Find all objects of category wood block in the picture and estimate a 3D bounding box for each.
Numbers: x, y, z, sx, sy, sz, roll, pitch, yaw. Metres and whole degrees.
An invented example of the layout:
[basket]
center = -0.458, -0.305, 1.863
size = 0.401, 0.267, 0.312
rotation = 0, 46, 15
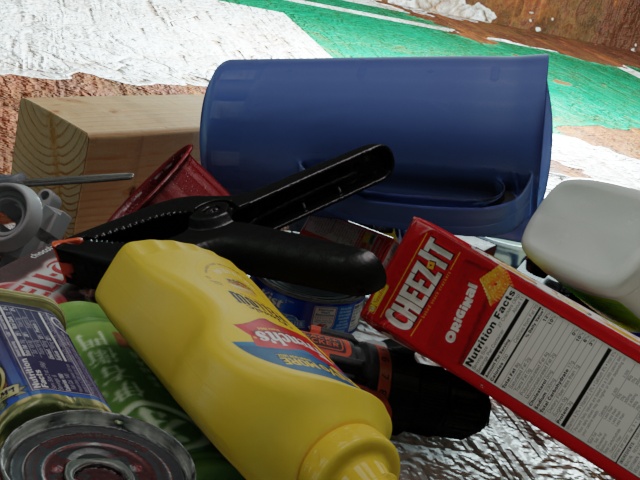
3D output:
[wood block]
center = -0.142, -0.066, 0.886
size = 0.090, 0.091, 0.205
rotation = 28, 24, 35

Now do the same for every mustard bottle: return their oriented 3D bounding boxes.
[mustard bottle]
center = -0.024, 0.064, 0.464
size = 0.096, 0.058, 0.192
rotation = 29, 5, -39

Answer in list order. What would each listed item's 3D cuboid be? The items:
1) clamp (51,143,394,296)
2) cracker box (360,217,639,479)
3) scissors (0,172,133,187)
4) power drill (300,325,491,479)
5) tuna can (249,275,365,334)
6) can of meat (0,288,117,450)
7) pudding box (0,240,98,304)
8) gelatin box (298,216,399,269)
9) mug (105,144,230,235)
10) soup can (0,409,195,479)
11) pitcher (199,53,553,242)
[clamp]
center = -0.054, 0.001, 0.612
size = 0.210, 0.036, 0.164
rotation = -12, 24, 4
[cracker box]
center = 0.145, 0.076, 0.608
size = 0.214, 0.072, 0.164
rotation = 32, 5, 21
[scissors]
center = -0.231, -0.044, 0.796
size = 0.202, 0.016, 0.096
rotation = -5, 10, 1
[power drill]
center = 0.025, 0.110, 0.570
size = 0.184, 0.057, 0.188
rotation = 12, 18, -13
[tuna can]
center = -0.011, 0.039, 0.770
size = 0.086, 0.034, 0.086
rotation = 12, 20, -5
[can of meat]
center = -0.136, 0.086, 0.457
size = 0.057, 0.102, 0.084
rotation = 14, 20, -38
[pudding box]
center = -0.158, 0.043, 0.656
size = 0.090, 0.039, 0.113
rotation = 18, 20, 15
[gelatin box]
center = 0.034, 0.011, 0.826
size = 0.073, 0.030, 0.089
rotation = 23, -9, 28
[mug]
center = -0.099, 0.000, 0.734
size = 0.081, 0.117, 0.093
rotation = 45, 48, -14
[soup can]
center = -0.088, 0.123, 0.387
size = 0.068, 0.102, 0.068
rotation = 12, 20, -4
[pitcher]
center = 0.040, -0.066, 0.755
size = 0.243, 0.145, 0.149
rotation = 4, -11, 11
